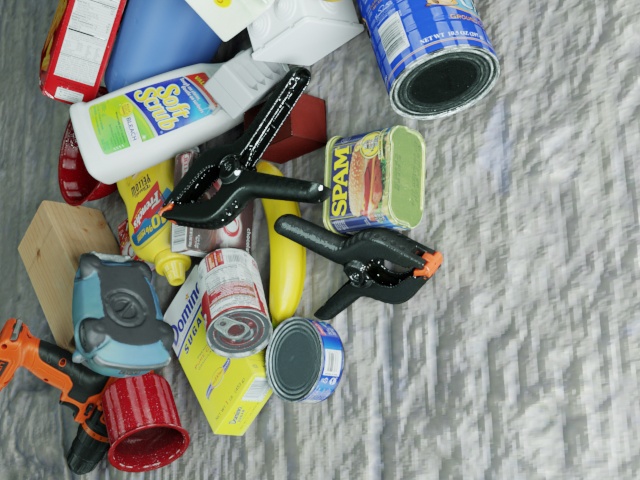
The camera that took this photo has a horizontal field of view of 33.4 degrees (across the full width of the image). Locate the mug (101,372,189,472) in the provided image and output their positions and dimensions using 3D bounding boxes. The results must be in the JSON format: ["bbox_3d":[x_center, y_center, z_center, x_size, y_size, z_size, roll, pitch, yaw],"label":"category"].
[{"bbox_3d":[-0.209,0.213,1.227,0.117,0.093,0.081,-60,39,36],"label":"mug"}]

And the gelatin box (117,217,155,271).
[{"bbox_3d":[-0.214,-0.003,1.324,0.089,0.030,0.073,-34,57,38],"label":"gelatin box"}]

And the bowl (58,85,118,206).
[{"bbox_3d":[-0.286,-0.118,1.406,0.162,0.055,0.162,-22,62,48],"label":"bowl"}]

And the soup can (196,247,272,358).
[{"bbox_3d":[-0.091,0.063,1.110,0.069,0.068,0.102,-52,33,26],"label":"soup can"}]

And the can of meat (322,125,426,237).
[{"bbox_3d":[0.053,-0.055,1.023,0.084,0.057,0.102,-8,75,45],"label":"can of meat"}]

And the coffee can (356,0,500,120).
[{"bbox_3d":[0.094,-0.197,0.976,0.103,0.102,0.140,-38,55,36],"label":"coffee can"}]

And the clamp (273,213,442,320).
[{"bbox_3d":[0.039,0.033,1.012,0.172,0.120,0.039,8,44,37],"label":"clamp"}]

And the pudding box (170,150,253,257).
[{"bbox_3d":[-0.119,-0.036,1.182,0.039,0.089,0.113,-6,77,49],"label":"pudding box"}]

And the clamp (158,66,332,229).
[{"bbox_3d":[-0.077,-0.062,1.076,0.210,0.036,0.164,-34,49,21],"label":"clamp"}]

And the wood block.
[{"bbox_3d":[-0.306,0.050,1.369,0.091,0.090,0.206,-56,46,24],"label":"wood block"}]

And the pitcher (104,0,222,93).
[{"bbox_3d":[-0.172,-0.273,1.258,0.243,0.145,0.149,-59,10,32],"label":"pitcher"}]

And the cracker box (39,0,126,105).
[{"bbox_3d":[-0.282,-0.289,1.298,0.164,0.072,0.214,-115,43,-60],"label":"cracker box"}]

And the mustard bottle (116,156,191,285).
[{"bbox_3d":[-0.185,-0.030,1.244,0.096,0.058,0.192,-36,54,26],"label":"mustard bottle"}]

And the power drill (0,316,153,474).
[{"bbox_3d":[-0.318,0.186,1.284,0.185,0.187,0.057,-58,19,20],"label":"power drill"}]

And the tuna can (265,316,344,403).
[{"bbox_3d":[-0.016,0.121,1.072,0.086,0.033,0.086,-14,70,45],"label":"tuna can"}]

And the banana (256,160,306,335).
[{"bbox_3d":[-0.045,0.001,1.130,0.070,0.037,0.198,-19,67,44],"label":"banana"}]

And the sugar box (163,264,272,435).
[{"bbox_3d":[-0.113,0.118,1.171,0.093,0.048,0.176,-56,47,23],"label":"sugar box"}]

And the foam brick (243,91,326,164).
[{"bbox_3d":[-0.038,-0.120,1.141,0.078,0.051,0.053,-20,67,44],"label":"foam brick"}]

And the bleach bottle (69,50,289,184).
[{"bbox_3d":[-0.155,-0.155,1.210,0.251,0.068,0.102,-23,73,12],"label":"bleach bottle"}]
